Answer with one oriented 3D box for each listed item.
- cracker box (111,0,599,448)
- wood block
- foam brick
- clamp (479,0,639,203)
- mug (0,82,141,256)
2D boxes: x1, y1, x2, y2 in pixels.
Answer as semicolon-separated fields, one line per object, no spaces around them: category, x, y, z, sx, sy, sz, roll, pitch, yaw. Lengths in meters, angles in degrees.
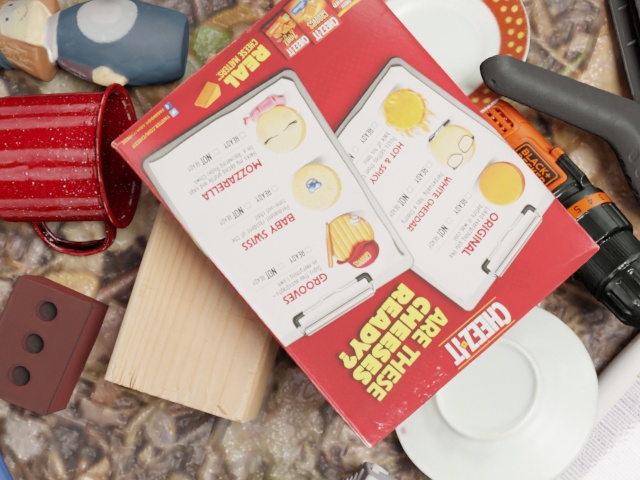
cracker box;0.017;-0.021;0.593;0.164;0.072;0.214;-41;87;-2
wood block;-0.054;0.001;0.674;0.091;0.090;0.206;17;86;4
foam brick;-0.179;0.067;0.691;0.053;0.051;0.078;21;86;3
clamp;0.214;-0.086;0.685;0.210;0.036;0.164;43;61;-6
mug;-0.166;-0.043;0.690;0.081;0.093;0.117;-1;121;6
